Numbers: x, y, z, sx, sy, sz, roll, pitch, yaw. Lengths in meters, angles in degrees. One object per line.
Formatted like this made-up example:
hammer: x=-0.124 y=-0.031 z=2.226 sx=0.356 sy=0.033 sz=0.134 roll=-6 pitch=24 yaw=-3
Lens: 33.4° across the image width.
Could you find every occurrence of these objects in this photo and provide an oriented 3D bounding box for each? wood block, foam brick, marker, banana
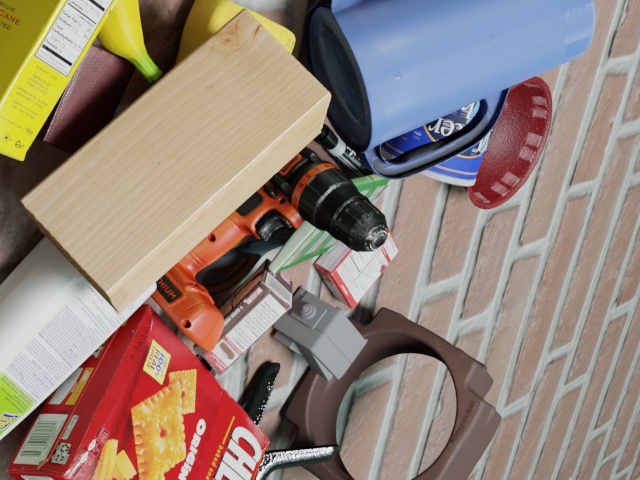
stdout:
wood block: x=-0.100 y=-0.054 z=0.763 sx=0.206 sy=0.091 sz=0.090 roll=-43 pitch=174 yaw=-12
foam brick: x=-0.179 y=-0.106 z=0.761 sx=0.051 sy=0.053 sz=0.078 roll=18 pitch=99 yaw=-55
marker: x=0.025 y=-0.084 z=1.064 sx=0.020 sy=0.020 sz=0.121 roll=-59 pitch=145 yaw=-3
banana: x=-0.126 y=-0.212 z=0.742 sx=0.069 sy=0.037 sz=0.198 roll=18 pitch=81 yaw=-43

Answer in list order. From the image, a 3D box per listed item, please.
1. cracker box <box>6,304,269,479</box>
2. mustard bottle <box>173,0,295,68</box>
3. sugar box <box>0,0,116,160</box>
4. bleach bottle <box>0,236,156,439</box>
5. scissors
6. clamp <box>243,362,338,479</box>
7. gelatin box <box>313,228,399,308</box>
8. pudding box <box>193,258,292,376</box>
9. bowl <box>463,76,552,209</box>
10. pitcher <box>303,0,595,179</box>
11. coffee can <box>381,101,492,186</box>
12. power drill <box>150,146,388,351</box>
cracker box: x=-0.142 y=0.182 z=0.909 sx=0.213 sy=0.072 sz=0.164 roll=55 pitch=44 yaw=-37
mustard bottle: x=-0.095 y=-0.097 z=0.868 sx=0.096 sy=0.058 sz=0.192 roll=15 pitch=101 yaw=-53
sugar box: x=-0.187 y=-0.147 z=0.687 sx=0.048 sy=0.093 sz=0.176 roll=28 pitch=90 yaw=-56
bleach bottle: x=-0.242 y=0.091 z=0.813 sx=0.250 sy=0.068 sz=0.102 roll=-47 pitch=144 yaw=-16
scissors: x=-0.044 y=-0.017 z=1.025 sx=0.201 sy=0.016 sz=0.096 roll=-33 pitch=138 yaw=-34
clamp: x=-0.077 y=0.208 z=1.102 sx=0.171 sy=0.120 sz=0.039 roll=-27 pitch=173 yaw=-20
gelatin box: x=0.040 y=0.017 z=1.145 sx=0.089 sy=0.030 sz=0.073 roll=-50 pitch=143 yaw=-15
pudding box: x=-0.068 y=0.067 z=0.966 sx=0.090 sy=0.039 sz=0.113 roll=-45 pitch=-175 yaw=6
bowl: x=0.198 y=-0.119 z=1.225 sx=0.161 sy=0.055 sz=0.162 roll=-31 pitch=135 yaw=-36
pitcher: x=0.118 y=-0.168 z=0.952 sx=0.242 sy=0.145 sz=0.149 roll=-21 pitch=158 yaw=-14
coffee can: x=0.131 y=-0.138 z=1.086 sx=0.102 sy=0.103 sz=0.140 roll=-1 pitch=114 yaw=-51
power drill: x=-0.056 y=0.001 z=0.895 sx=0.187 sy=0.185 sz=0.057 roll=-45 pitch=142 yaw=-6
